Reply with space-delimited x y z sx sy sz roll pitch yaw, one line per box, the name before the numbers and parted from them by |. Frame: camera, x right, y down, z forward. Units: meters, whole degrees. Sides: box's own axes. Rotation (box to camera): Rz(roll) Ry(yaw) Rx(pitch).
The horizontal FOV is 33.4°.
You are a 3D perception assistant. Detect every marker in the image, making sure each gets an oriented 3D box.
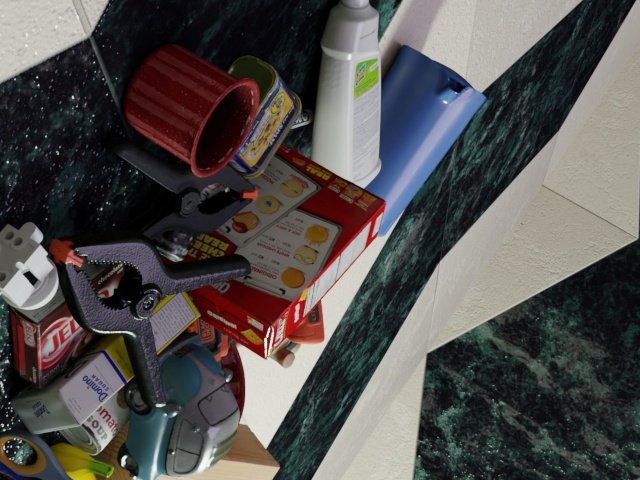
marker | -0.028 -0.138 1.212 0.120 0.020 0.020 -28 146 -61

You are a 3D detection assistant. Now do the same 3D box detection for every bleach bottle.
bleach bottle | 0.035 -0.175 1.213 0.102 0.068 0.251 -46 149 -46

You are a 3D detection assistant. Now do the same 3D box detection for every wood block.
wood block | -0.162 0.267 1.273 0.205 0.090 0.091 20 107 -46

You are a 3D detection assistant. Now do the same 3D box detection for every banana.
banana | -0.261 0.240 1.114 0.037 0.069 0.198 -59 -174 -20

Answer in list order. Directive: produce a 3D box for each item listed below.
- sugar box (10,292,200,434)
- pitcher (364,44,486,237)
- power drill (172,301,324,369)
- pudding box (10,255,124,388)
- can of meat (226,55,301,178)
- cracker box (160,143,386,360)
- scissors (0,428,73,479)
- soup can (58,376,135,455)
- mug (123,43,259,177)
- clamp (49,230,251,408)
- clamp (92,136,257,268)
sugar box | -0.205 0.112 1.025 0.094 0.048 0.176 -18 -163 45
pitcher | 0.103 -0.132 1.447 0.243 0.145 0.149 -57 152 7
power drill | -0.083 0.101 1.200 0.187 0.057 0.184 -14 104 -38
pudding box | -0.226 0.066 0.959 0.113 0.039 0.090 -46 159 -41
can of meat | -0.071 -0.121 1.047 0.102 0.057 0.084 -58 162 -4
cracker box | -0.057 0.001 1.119 0.213 0.164 0.072 -47 158 -36
scissors | -0.231 0.227 1.020 0.016 0.201 0.096 -99 -170 -73
soup can | -0.220 0.161 1.100 0.102 0.068 0.068 -48 161 -34
mug | -0.108 -0.110 0.910 0.093 0.081 0.117 -57 164 -5
clamp | -0.163 0.059 0.939 0.209 0.036 0.164 29 88 -50
clamp | -0.130 -0.047 0.954 0.171 0.039 0.120 -20 135 -38
